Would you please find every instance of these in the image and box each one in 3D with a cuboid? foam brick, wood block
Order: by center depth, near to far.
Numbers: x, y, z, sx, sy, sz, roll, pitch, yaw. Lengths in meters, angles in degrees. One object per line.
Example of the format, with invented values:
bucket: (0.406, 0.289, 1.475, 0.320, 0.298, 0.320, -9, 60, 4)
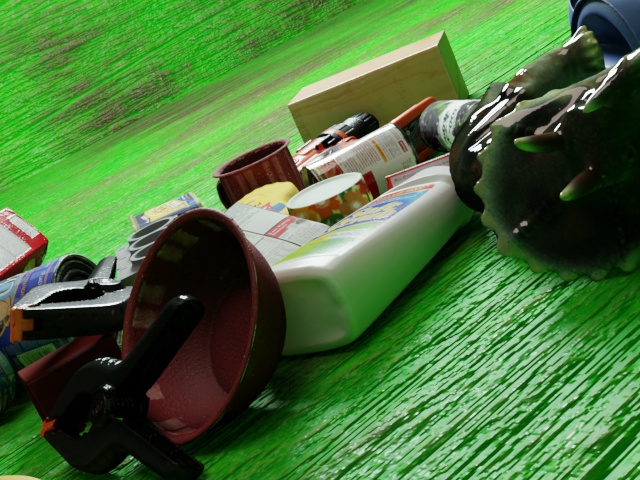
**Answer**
foam brick: (-0.196, 0.113, 0.863, 0.078, 0.053, 0.051, -30, 16, -22)
wood block: (0.075, -0.181, 1.365, 0.206, 0.090, 0.090, -19, 16, 20)

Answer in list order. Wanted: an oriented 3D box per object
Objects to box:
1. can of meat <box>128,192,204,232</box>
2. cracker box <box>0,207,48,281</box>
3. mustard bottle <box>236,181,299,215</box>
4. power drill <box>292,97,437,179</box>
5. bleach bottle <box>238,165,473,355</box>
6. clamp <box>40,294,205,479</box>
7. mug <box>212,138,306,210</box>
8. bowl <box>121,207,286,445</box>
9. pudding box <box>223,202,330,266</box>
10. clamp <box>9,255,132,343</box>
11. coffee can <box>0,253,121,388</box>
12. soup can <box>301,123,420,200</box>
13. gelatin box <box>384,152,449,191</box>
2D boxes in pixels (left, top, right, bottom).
can of meat: (-0.176, -0.015, 1.263, 0.084, 0.057, 0.102, -25, 15, -8)
cracker box: (-0.390, 0.081, 1.121, 0.164, 0.072, 0.213, -56, -2, 31)
mustard bottle: (-0.057, 0.001, 1.012, 0.096, 0.058, 0.191, -32, 15, 7)
power drill: (0.055, -0.109, 1.218, 0.188, 0.057, 0.184, -12, 23, 48)
bleach bottle: (0.048, 0.000, 0.844, 0.103, 0.068, 0.250, -12, 17, 39)
clamp: (-0.131, 0.103, 0.717, 0.172, 0.039, 0.120, -11, 62, 43)
mug: (-0.068, -0.053, 1.168, 0.117, 0.081, 0.093, -12, 20, 40)
bowl: (-0.072, 0.062, 0.732, 0.055, 0.162, 0.162, 15, -14, -38)
pudding box: (-0.054, 0.014, 0.877, 0.114, 0.039, 0.089, 13, 40, 36)
clamp: (-0.185, 0.048, 0.897, 0.165, 0.036, 0.209, 11, 14, 36)
coffee can: (-0.272, 0.082, 0.993, 0.140, 0.103, 0.102, -20, 16, 19)
soup can: (0.041, -0.066, 1.068, 0.102, 0.068, 0.069, -28, 15, -13)
gelatin box: (0.106, -0.060, 0.986, 0.089, 0.030, 0.073, -21, 2, 8)
